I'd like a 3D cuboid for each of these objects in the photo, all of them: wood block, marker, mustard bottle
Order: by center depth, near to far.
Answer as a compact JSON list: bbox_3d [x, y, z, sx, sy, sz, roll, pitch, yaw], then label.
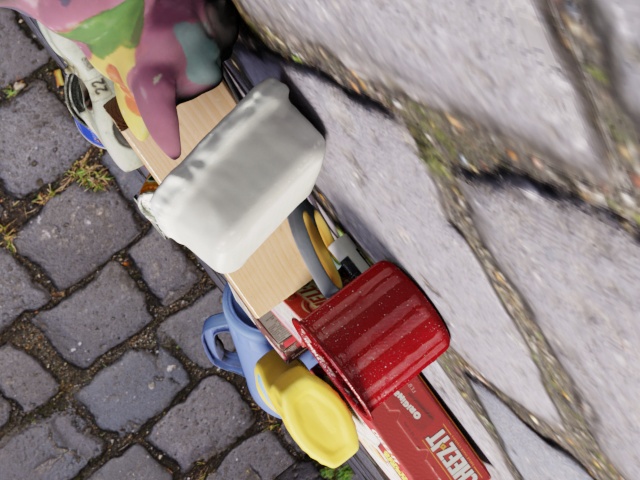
[{"bbox_3d":[0.050,0.047,0.832,0.121,0.020,0.020,52,172,6],"label":"marker"},{"bbox_3d":[-0.083,-0.049,0.904,0.206,0.091,0.090,57,174,-29],"label":"wood block"},{"bbox_3d":[-0.024,0.156,1.066,0.096,0.058,0.192,54,172,-15],"label":"mustard bottle"}]

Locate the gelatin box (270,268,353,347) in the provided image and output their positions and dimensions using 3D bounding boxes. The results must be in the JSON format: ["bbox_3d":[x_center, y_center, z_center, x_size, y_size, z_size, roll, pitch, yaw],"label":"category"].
[{"bbox_3d":[-0.001,0.055,0.944,0.089,0.073,0.030,-139,41,-57],"label":"gelatin box"}]

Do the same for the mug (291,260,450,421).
[{"bbox_3d":[0.034,0.066,0.779,0.093,0.081,0.117,56,171,-23],"label":"mug"}]

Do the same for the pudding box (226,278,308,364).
[{"bbox_3d":[-0.027,0.053,1.036,0.114,0.090,0.039,47,167,40],"label":"pudding box"}]

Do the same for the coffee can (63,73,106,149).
[{"bbox_3d":[-0.256,-0.171,1.309,0.103,0.102,0.140,53,172,-3],"label":"coffee can"}]

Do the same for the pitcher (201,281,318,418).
[{"bbox_3d":[-0.050,0.110,1.237,0.145,0.149,0.243,49,168,26],"label":"pitcher"}]

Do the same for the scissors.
[{"bbox_3d":[-0.027,-0.048,0.853,0.202,0.016,0.096,66,-168,5],"label":"scissors"}]

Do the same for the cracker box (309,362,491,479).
[{"bbox_3d":[0.074,0.178,1.069,0.164,0.072,0.214,53,171,0],"label":"cracker box"}]
